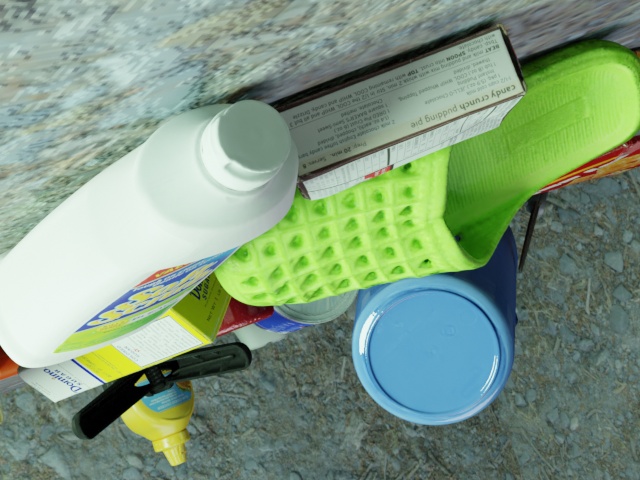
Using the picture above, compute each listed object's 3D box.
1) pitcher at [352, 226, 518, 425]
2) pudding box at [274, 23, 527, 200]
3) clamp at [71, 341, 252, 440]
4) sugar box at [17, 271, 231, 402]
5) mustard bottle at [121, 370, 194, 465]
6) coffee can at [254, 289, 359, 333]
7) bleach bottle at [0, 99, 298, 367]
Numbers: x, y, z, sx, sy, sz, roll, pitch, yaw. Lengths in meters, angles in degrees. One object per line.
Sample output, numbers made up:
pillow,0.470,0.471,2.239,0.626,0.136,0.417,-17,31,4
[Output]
pitcher,0.080,0.038,0.811,0.149,0.145,0.242,-1,-166,8
pudding box,0.035,-0.058,0.505,0.113,0.039,0.090,-23,176,1
clamp,-0.148,0.122,1.001,0.164,0.036,0.210,-21,-172,-6
sugar box,-0.130,0.045,0.728,0.177,0.048,0.093,-22,-144,37
mustard bottle,-0.187,0.154,1.170,0.058,0.191,0.096,-23,176,34
coffee can,-0.026,0.039,1.089,0.102,0.103,0.140,-20,176,-16
bleach bottle,-0.083,-0.003,0.488,0.102,0.068,0.251,-19,174,-29
